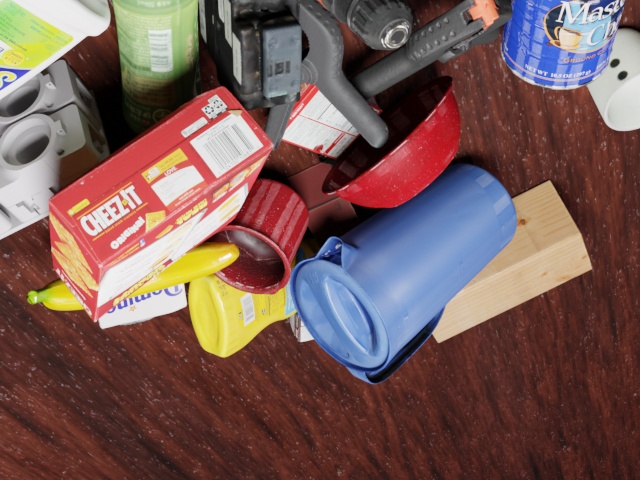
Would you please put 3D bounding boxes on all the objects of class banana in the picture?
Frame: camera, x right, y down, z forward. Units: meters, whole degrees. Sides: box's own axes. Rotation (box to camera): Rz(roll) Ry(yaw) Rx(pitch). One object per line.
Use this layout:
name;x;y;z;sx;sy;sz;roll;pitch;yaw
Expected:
banana;-0.175;0.036;1.005;0.197;0.037;0.070;-15;-171;-15

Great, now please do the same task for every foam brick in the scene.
foam brick;0.006;-0.036;1.122;0.053;0.051;0.078;-24;145;2

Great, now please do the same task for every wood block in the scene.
wood block;0.206;0.027;1.277;0.206;0.091;0.090;-27;145;8

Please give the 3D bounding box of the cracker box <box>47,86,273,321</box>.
cracker box;-0.138;-0.025;0.876;0.164;0.072;0.214;-37;177;-19

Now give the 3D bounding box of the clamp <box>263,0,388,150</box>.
clamp;-0.020;-0.147;0.939;0.120;0.039;0.171;-11;120;25

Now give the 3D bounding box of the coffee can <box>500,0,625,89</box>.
coffee can;0.219;-0.219;0.946;0.102;0.103;0.140;-15;145;-10

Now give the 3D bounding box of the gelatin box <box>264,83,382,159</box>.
gelatin box;0.003;-0.122;1.026;0.089;0.030;0.073;16;129;-40

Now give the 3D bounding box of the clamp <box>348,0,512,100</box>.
clamp;0.116;-0.177;0.914;0.164;0.036;0.210;-27;-178;-17

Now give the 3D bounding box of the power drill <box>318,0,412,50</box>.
power drill;0.065;-0.243;0.781;0.188;0.184;0.057;-39;143;7

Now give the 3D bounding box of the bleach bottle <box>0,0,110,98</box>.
bleach bottle;-0.287;-0.133;0.832;0.251;0.068;0.102;-34;142;21

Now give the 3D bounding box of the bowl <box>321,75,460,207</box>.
bowl;0.078;-0.082;1.006;0.162;0.162;0.055;-38;105;22

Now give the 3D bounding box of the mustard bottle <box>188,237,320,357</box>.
mustard bottle;-0.055;0.043;1.147;0.191;0.058;0.096;-30;122;-41

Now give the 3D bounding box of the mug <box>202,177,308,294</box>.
mug;-0.057;0.001;1.060;0.093;0.081;0.117;0;133;25

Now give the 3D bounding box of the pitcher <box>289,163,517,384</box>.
pitcher;0.096;0.028;1.116;0.242;0.145;0.149;-36;172;-32

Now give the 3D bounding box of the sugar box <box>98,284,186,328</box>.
sugar box;-0.187;0.002;1.045;0.093;0.048;0.176;-14;129;-12
